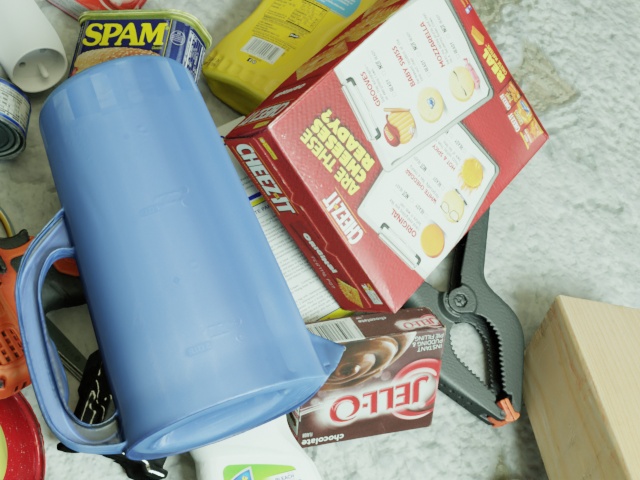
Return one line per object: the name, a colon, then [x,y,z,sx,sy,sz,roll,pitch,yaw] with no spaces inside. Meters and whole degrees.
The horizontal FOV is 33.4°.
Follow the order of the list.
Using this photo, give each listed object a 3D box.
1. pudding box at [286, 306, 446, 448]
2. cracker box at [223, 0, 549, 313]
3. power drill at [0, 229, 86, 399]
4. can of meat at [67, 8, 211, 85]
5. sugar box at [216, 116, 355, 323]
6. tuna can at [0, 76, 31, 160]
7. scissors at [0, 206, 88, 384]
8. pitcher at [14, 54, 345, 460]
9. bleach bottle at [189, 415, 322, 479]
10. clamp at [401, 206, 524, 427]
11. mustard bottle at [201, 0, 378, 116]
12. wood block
pudding box: [0.032,0.100,0.783,0.113,0.090,0.039,-5,28,-18]
cracker box: [0.055,-0.076,0.790,0.213,0.072,0.164,-46,112,-28]
power drill: [-0.198,-0.004,0.746,0.187,0.057,0.184,-28,81,-33]
can of meat: [-0.141,-0.123,0.806,0.102,0.057,0.084,3,71,19]
sugar box: [-0.055,0.001,0.813,0.093,0.048,0.176,-27,77,-25]
tuna can: [-0.250,-0.089,0.759,0.086,0.086,0.034,10,67,-15]
scissors: [-0.226,0.054,0.751,0.096,0.016,0.202,-26,83,-29]
pitcher: [-0.105,0.011,0.679,0.149,0.145,0.243,5,59,-57]
bleach bottle: [-0.027,0.197,0.733,0.102,0.068,0.251,-11,78,-18]
clamp: [0.111,0.045,0.854,0.164,0.036,0.210,-27,79,-22]
mustard bottle: [-0.004,-0.181,0.862,0.096,0.058,0.191,28,72,28]
wood block: [0.220,0.146,0.773,0.090,0.090,0.206,11,37,-15]
